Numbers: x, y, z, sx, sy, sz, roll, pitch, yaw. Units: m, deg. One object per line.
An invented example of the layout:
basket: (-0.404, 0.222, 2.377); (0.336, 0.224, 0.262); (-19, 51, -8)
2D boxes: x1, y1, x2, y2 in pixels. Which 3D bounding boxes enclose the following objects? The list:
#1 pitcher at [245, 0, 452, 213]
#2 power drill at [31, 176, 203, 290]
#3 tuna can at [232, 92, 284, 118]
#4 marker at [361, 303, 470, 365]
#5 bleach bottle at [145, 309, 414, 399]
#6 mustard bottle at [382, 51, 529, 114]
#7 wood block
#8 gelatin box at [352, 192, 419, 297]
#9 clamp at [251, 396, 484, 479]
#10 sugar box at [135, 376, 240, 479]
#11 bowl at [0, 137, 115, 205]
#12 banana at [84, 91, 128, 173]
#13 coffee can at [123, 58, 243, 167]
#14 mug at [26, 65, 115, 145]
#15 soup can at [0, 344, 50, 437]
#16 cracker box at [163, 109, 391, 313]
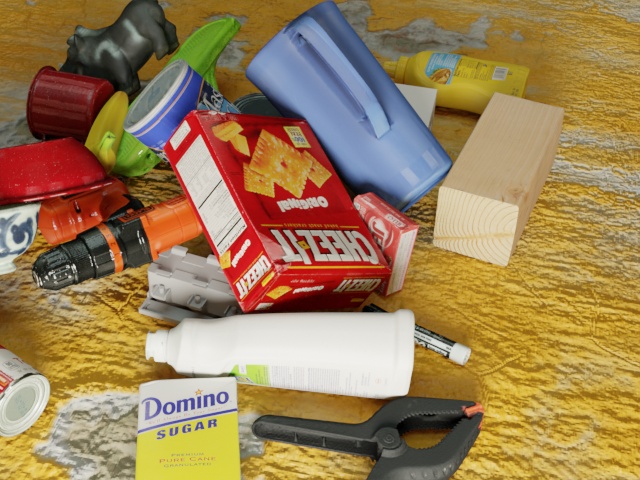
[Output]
pitcher: (0.037, -0.144, 1.208); (0.243, 0.145, 0.149); (50, 36, 4)
power drill: (-0.234, -0.010, 1.120); (0.184, 0.057, 0.188); (-22, 24, -26)
tuna can: (-0.073, -0.151, 1.357); (0.086, 0.034, 0.086); (1, 41, -1)
marker: (0.096, 0.094, 1.092); (0.121, 0.020, 0.020); (24, 45, 23)
bleach bottle: (-0.040, 0.103, 1.012); (0.251, 0.102, 0.068); (4, 59, 1)
mustard bottle: (0.176, -0.212, 1.420); (0.192, 0.058, 0.096); (13, 43, 12)
wood block: (0.209, -0.075, 1.241); (0.091, 0.090, 0.205); (17, 43, 16)
gelatin box: (0.062, 0.004, 1.141); (0.030, 0.089, 0.073); (-20, 45, -37)
clamp: (0.060, 0.198, 0.957); (0.209, 0.036, 0.165); (-12, 42, -16)
sugar box: (-0.116, 0.198, 0.942); (0.093, 0.048, 0.176); (-3, 42, -6)
bowl: (-0.298, -0.073, 1.110); (0.162, 0.055, 0.162); (-9, 8, 1)
banana: (-0.245, -0.118, 1.232); (0.037, 0.070, 0.198); (35, 14, -20)
coffee can: (-0.138, -0.123, 1.217); (0.140, 0.103, 0.102); (40, 34, -24)
mug: (-0.306, -0.152, 1.311); (0.081, 0.093, 0.117); (10, 76, 11)
soup can: (-0.311, 0.130, 0.995); (0.102, 0.068, 0.068); (28, 47, 26)
cracker box: (-0.043, -0.033, 1.094); (0.163, 0.072, 0.214); (0, 51, -44)
